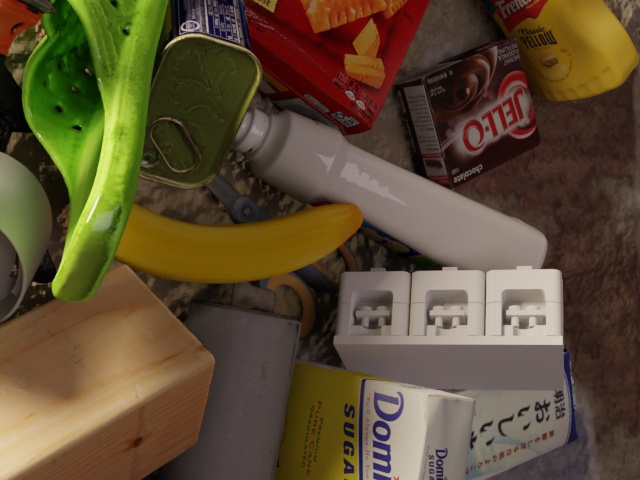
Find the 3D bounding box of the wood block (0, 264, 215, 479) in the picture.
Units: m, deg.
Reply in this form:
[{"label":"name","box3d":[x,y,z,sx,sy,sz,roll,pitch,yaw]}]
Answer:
[{"label":"wood block","box3d":[-0.169,0.109,0.584,0.205,0.090,0.091,-28,149,-36]}]

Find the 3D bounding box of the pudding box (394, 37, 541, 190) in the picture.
[{"label":"pudding box","box3d":[0.118,-0.100,0.839,0.113,0.039,0.090,-26,106,-32]}]

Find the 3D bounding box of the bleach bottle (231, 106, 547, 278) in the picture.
[{"label":"bleach bottle","box3d":[0.040,-0.030,0.762,0.250,0.103,0.068,26,86,-26]}]

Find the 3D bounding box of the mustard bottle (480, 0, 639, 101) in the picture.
[{"label":"mustard bottle","box3d":[0.167,-0.199,0.835,0.058,0.096,0.191,-48,116,-24]}]

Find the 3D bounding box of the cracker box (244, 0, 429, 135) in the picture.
[{"label":"cracker box","box3d":[0.003,-0.204,0.736,0.164,0.072,0.213,34,72,-31]}]

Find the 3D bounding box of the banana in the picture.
[{"label":"banana","box3d":[-0.068,-0.006,0.663,0.197,0.037,0.070,11,104,-22]}]

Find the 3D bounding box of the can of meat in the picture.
[{"label":"can of meat","box3d":[-0.078,-0.096,0.631,0.057,0.084,0.102,14,127,-21]}]

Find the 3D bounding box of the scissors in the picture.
[{"label":"scissors","box3d":[-0.055,0.001,0.736,0.201,0.016,0.096,29,75,-32]}]

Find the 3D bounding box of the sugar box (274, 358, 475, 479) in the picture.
[{"label":"sugar box","box3d":[0.019,0.132,0.693,0.048,0.177,0.093,11,85,-35]}]
